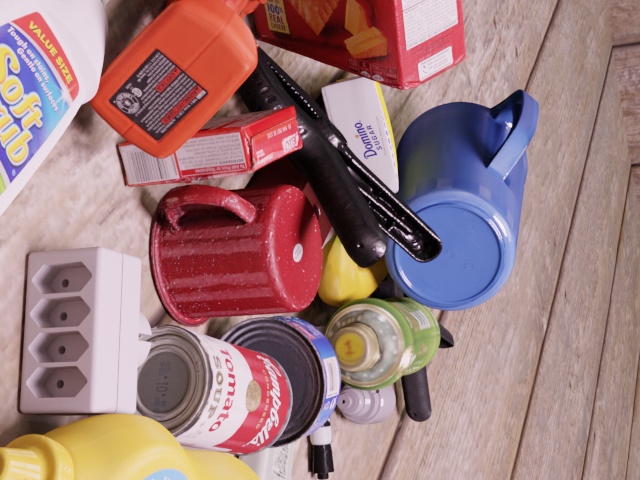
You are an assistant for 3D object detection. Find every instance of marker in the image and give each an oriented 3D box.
[{"bbox_3d":[-0.001,0.129,0.850,0.020,0.020,0.121,2,83,-66],"label":"marker"}]

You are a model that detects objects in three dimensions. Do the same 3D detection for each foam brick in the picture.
[{"bbox_3d":[-0.019,-0.031,0.800,0.078,0.051,0.053,-64,142,-49],"label":"foam brick"}]

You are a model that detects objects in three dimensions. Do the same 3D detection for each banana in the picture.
[{"bbox_3d":[0.028,0.025,0.883,0.069,0.037,0.197,-50,167,1],"label":"banana"}]

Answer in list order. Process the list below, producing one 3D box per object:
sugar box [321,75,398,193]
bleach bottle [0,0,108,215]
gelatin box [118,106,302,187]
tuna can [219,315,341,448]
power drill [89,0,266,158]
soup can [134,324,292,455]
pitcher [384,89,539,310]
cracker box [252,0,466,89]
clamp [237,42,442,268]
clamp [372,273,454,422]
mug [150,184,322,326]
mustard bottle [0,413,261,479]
[{"bbox_3d":[0.036,-0.088,0.874,0.176,0.048,0.093,-82,158,-81],"label":"sugar box"},{"bbox_3d":[-0.160,-0.070,0.479,0.250,0.068,0.102,-68,147,-50],"label":"bleach bottle"},{"bbox_3d":[-0.066,-0.057,0.653,0.073,0.089,0.030,-36,118,-63],"label":"gelatin box"},{"bbox_3d":[-0.030,0.093,0.710,0.033,0.086,0.086,1,85,-67],"label":"tuna can"},{"bbox_3d":[-0.047,-0.143,0.606,0.057,0.185,0.187,39,40,-14],"label":"power drill"},{"bbox_3d":[-0.070,0.092,0.644,0.102,0.069,0.068,31,58,-60],"label":"soup can"},{"bbox_3d":[0.128,-0.041,0.965,0.242,0.145,0.149,-67,152,-66],"label":"pitcher"},{"bbox_3d":[0.010,-0.224,0.722,0.072,0.164,0.214,-33,131,-28],"label":"cracker box"},{"bbox_3d":[0.004,-0.060,0.742,0.210,0.036,0.164,53,15,19],"label":"clamp"},{"bbox_3d":[0.085,0.088,1.030,0.171,0.039,0.120,58,31,-35],"label":"clamp"},{"bbox_3d":[-0.054,0.001,0.677,0.117,0.082,0.093,56,37,-47],"label":"mug"},{"bbox_3d":[-0.103,0.137,0.542,0.096,0.058,0.191,-47,145,0],"label":"mustard bottle"}]
